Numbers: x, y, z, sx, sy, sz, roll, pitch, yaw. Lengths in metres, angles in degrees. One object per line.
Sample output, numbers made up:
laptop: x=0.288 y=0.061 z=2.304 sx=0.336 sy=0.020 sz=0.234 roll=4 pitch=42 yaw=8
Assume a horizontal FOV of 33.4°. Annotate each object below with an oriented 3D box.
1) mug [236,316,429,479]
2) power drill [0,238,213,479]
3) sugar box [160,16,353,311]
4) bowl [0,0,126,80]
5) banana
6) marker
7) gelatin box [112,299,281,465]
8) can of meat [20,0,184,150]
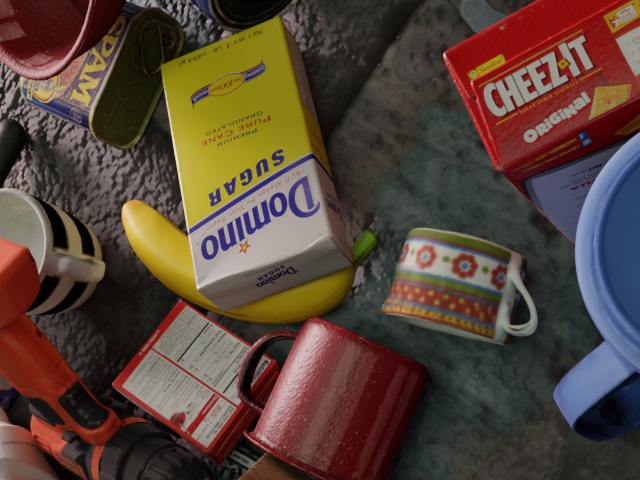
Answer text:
mug: x=0.003 y=0.093 z=0.637 sx=0.117 sy=0.093 sz=0.081 roll=22 pitch=85 yaw=28
power drill: x=-0.158 y=0.086 z=0.647 sx=0.185 sy=0.187 sz=0.057 roll=9 pitch=46 yaw=48
sugar box: x=-0.044 y=-0.052 z=0.688 sx=0.093 sy=0.048 sz=0.176 roll=-21 pitch=58 yaw=13
bowl: x=-0.173 y=-0.189 z=0.709 sx=0.162 sy=0.055 sz=0.162 roll=12 pitch=108 yaw=43
banana: x=-0.057 y=0.018 z=0.710 sx=0.198 sy=0.037 sz=0.069 roll=9 pitch=66 yaw=25
marker: x=-0.062 y=0.138 z=0.696 sx=0.121 sy=0.020 sz=0.020 roll=24 pitch=90 yaw=27
gelatin box: x=-0.078 y=0.092 z=0.696 sx=0.089 sy=0.030 sz=0.073 roll=30 pitch=73 yaw=26
can of meat: x=-0.160 y=-0.128 z=0.773 sx=0.084 sy=0.057 sz=0.102 roll=25 pitch=90 yaw=29
